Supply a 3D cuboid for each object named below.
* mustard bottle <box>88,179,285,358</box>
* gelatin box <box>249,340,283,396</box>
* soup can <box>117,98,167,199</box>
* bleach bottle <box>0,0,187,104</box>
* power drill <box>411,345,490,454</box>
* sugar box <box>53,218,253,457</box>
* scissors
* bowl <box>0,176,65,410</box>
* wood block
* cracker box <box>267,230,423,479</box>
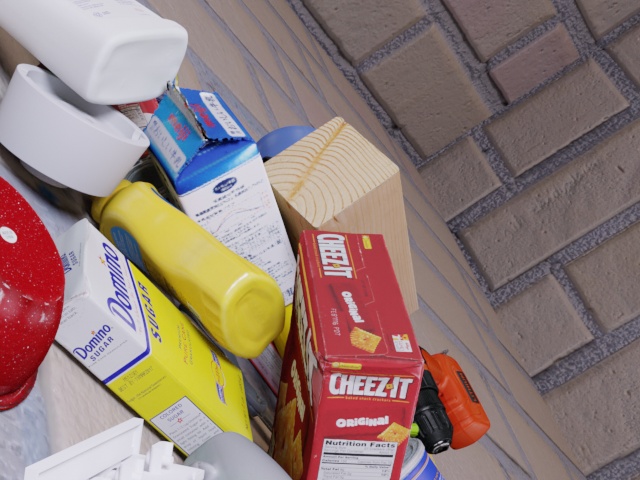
[{"bbox_3d":[-0.112,0.007,0.802,0.192,0.058,0.096,36,-15,30],"label":"mustard bottle"},{"bbox_3d":[-0.037,0.109,1.003,0.089,0.030,0.073,54,13,-11],"label":"gelatin box"},{"bbox_3d":[-0.163,-0.088,0.922,0.102,0.068,0.068,62,13,28],"label":"soup can"},{"bbox_3d":[-0.226,-0.200,0.832,0.251,0.068,0.102,39,28,20],"label":"bleach bottle"},{"bbox_3d":[0.109,0.152,1.082,0.187,0.057,0.184,42,18,-53],"label":"power drill"},{"bbox_3d":[-0.116,0.074,0.726,0.176,0.048,0.093,52,10,-31],"label":"sugar box"},{"bbox_3d":[-0.062,0.120,0.897,0.201,0.016,0.096,50,12,-29],"label":"scissors"},{"bbox_3d":[-0.189,0.009,0.575,0.162,0.055,0.162,53,12,-17],"label":"bowl"},{"bbox_3d":[0.021,0.003,0.967,0.090,0.090,0.206,45,-18,34],"label":"wood block"},{"bbox_3d":[0.009,0.124,0.763,0.164,0.072,0.214,-103,-161,-60],"label":"cracker box"}]
